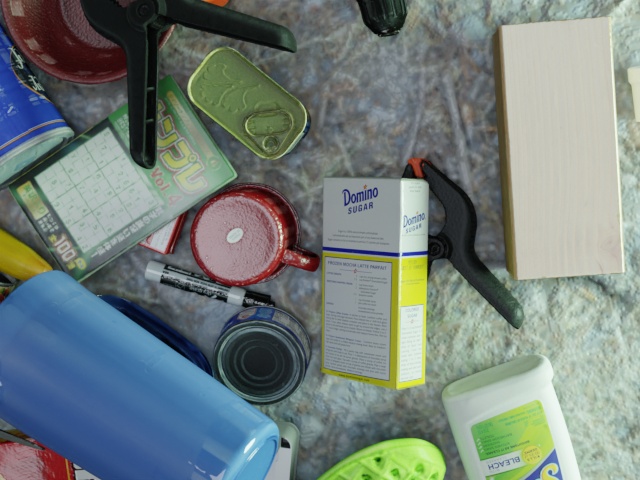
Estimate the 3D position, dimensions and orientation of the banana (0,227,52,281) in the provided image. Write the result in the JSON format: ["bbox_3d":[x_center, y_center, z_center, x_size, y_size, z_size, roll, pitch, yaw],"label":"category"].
[{"bbox_3d":[-0.324,-0.022,0.962,0.198,0.070,0.037,42,67,-2],"label":"banana"}]

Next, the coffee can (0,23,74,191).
[{"bbox_3d":[-0.296,-0.123,0.932,0.103,0.102,0.140,-33,90,6],"label":"coffee can"}]

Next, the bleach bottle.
[{"bbox_3d":[0.193,0.234,0.933,0.102,0.068,0.251,-21,94,7],"label":"bleach bottle"}]

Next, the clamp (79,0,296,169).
[{"bbox_3d":[-0.142,-0.174,0.874,0.164,0.036,0.210,-44,78,8],"label":"clamp"}]

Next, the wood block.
[{"bbox_3d":[0.198,-0.076,0.897,0.091,0.090,0.206,-4,94,5],"label":"wood block"}]

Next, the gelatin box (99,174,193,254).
[{"bbox_3d":[-0.163,-0.036,0.963,0.089,0.030,0.073,21,94,4],"label":"gelatin box"}]

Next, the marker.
[{"bbox_3d":[-0.099,0.043,0.967,0.121,0.020,0.020,16,95,4],"label":"marker"}]

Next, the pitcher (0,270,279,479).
[{"bbox_3d":[-0.154,0.132,0.883,0.243,0.145,0.149,29,76,16],"label":"pitcher"}]

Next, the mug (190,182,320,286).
[{"bbox_3d":[-0.056,0.001,0.929,0.117,0.081,0.093,24,96,3],"label":"mug"}]

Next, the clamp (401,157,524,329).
[{"bbox_3d":[0.113,0.011,0.934,0.120,0.039,0.171,-4,95,9],"label":"clamp"}]

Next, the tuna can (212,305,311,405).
[{"bbox_3d":[-0.052,0.103,0.949,0.086,0.033,0.086,2,109,7],"label":"tuna can"}]

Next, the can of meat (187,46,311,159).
[{"bbox_3d":[-0.057,-0.116,0.920,0.102,0.084,0.057,39,96,2],"label":"can of meat"}]

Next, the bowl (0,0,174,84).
[{"bbox_3d":[-0.195,-0.216,0.939,0.162,0.055,0.162,0,94,7],"label":"bowl"}]

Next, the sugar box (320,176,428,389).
[{"bbox_3d":[0.046,0.033,0.920,0.094,0.048,0.176,6,94,44],"label":"sugar box"}]
